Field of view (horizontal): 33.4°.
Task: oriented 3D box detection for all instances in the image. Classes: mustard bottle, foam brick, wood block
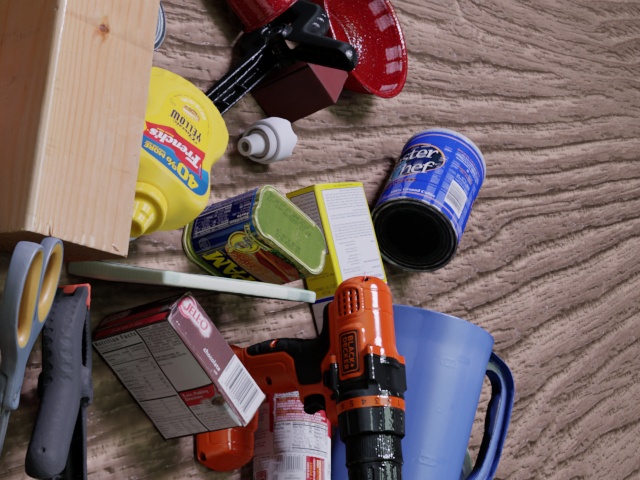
[{"bbox_3d":[-0.130,-0.062,0.853,0.096,0.058,0.191,43,28,-21],"label":"mustard bottle"},{"bbox_3d":[-0.021,-0.159,1.074,0.051,0.078,0.053,51,40,-26],"label":"foam brick"},{"bbox_3d":[-0.186,-0.094,0.769,0.090,0.090,0.206,20,71,-49],"label":"wood block"}]

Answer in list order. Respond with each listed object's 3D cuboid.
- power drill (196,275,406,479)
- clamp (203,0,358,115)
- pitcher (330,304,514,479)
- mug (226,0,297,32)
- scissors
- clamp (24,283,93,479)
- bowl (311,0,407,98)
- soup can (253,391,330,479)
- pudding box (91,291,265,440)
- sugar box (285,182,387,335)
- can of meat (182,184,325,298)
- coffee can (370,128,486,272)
[{"bbox_3d":[-0.015,0.134,0.856,0.057,0.188,0.184,28,52,-48],"label":"power drill"},{"bbox_3d":[-0.047,-0.181,1.031,0.210,0.165,0.036,-95,161,-59],"label":"clamp"},{"bbox_3d":[0.081,0.190,0.974,0.145,0.149,0.243,46,54,-62],"label":"pitcher"},{"bbox_3d":[-0.065,-0.270,1.063,0.081,0.093,0.117,51,9,-21],"label":"mug"},{"bbox_3d":[-0.196,0.083,0.697,0.096,0.016,0.202,-75,180,-63],"label":"scissors"},{"bbox_3d":[-0.178,0.114,0.749,0.120,0.039,0.171,102,-10,-49],"label":"clamp"},{"bbox_3d":[0.033,-0.228,1.199,0.161,0.055,0.162,27,54,-46],"label":"bowl"},{"bbox_3d":[-0.024,0.173,0.932,0.068,0.069,0.102,28,54,-46],"label":"soup can"},{"bbox_3d":[-0.111,0.099,0.823,0.113,0.090,0.039,59,38,-20],"label":"pudding box"},{"bbox_3d":[0.024,0.030,1.084,0.093,0.048,0.176,-7,85,-55],"label":"sugar box"},{"bbox_3d":[-0.056,0.001,0.948,0.102,0.084,0.057,40,46,-39],"label":"can of meat"},{"bbox_3d":[0.121,-0.047,1.201,0.102,0.103,0.140,55,38,-23],"label":"coffee can"}]
